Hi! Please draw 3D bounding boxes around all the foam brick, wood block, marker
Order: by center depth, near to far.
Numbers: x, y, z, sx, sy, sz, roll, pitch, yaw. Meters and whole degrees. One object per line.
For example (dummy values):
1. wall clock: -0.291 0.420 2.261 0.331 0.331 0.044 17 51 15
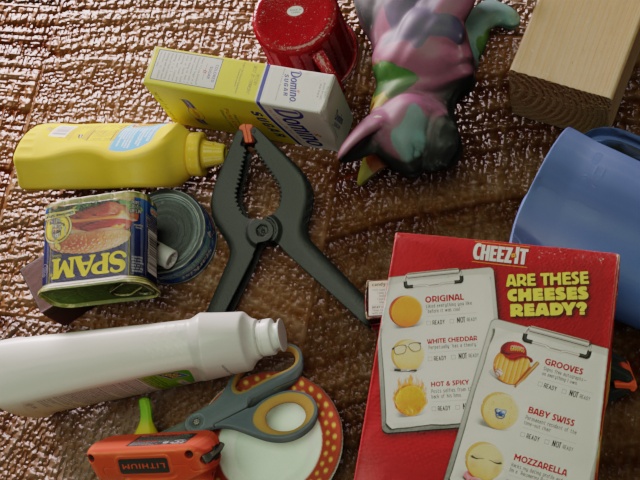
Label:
1. wood block: 0.245 -0.207 0.943 0.091 0.090 0.206 19 77 18
2. marker: -0.183 -0.009 0.976 0.121 0.020 0.020 28 80 20
3. foam brick: -0.227 0.034 0.992 0.078 0.053 0.051 -31 68 1

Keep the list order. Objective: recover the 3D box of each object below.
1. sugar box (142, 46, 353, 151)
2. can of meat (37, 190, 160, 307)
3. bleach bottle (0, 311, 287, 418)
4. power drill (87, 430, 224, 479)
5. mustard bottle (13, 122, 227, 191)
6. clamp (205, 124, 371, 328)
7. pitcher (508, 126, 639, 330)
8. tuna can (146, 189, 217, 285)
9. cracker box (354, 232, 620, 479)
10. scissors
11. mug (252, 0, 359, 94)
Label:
1. sugar box: -0.065 -0.129 0.987 0.176 0.093 0.048 14 76 17
2. can of meat: -0.192 0.008 0.932 0.102 0.057 0.084 -7 70 12
3. bleach bottle: -0.150 0.102 0.919 0.251 0.102 0.068 -10 75 12
4. power drill: -0.139 0.253 0.869 0.184 0.057 0.187 -7 94 11
5. mustard bottle: -0.181 -0.080 1.001 0.192 0.096 0.058 0 112 12
6. clamp: -0.056 0.001 0.961 0.164 0.036 0.210 -18 80 7
7. pitcher: 0.280 0.008 0.851 0.243 0.144 0.149 26 100 16
8. tuna can: -0.142 -0.004 0.995 0.086 0.033 0.086 -4 71 12
9. cracker box: 0.121 0.111 0.765 0.164 0.072 0.213 6 72 16
10. scissors: -0.087 0.165 0.904 0.201 0.016 0.096 -37 60 -13
11. mug: -0.011 -0.183 0.998 0.093 0.081 0.117 -28 68 3
